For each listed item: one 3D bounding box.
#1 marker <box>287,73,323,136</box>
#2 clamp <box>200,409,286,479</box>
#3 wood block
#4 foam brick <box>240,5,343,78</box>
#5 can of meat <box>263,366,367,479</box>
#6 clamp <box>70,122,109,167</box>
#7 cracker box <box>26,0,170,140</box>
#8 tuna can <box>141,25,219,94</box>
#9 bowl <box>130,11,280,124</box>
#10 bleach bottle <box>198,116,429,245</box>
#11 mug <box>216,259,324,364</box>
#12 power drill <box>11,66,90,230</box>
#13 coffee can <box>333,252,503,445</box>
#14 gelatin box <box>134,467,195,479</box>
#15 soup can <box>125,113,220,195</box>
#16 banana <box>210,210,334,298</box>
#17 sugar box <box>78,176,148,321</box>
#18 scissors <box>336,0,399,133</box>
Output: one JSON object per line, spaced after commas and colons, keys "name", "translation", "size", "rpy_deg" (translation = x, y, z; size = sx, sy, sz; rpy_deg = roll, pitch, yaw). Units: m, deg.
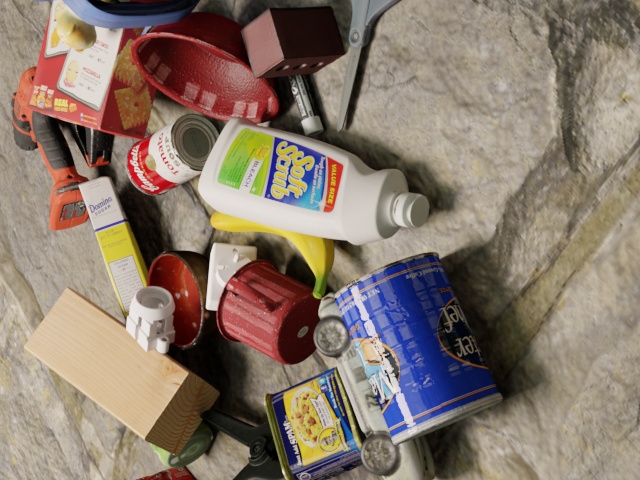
{"name": "marker", "translation": [-0.023, -0.163, 1.064], "size": [0.020, 0.020, 0.121], "rpy_deg": [-26, 79, 48]}
{"name": "clamp", "translation": [-0.061, 0.223, 1.141], "size": [0.210, 0.036, 0.164], "rpy_deg": [-28, 41, 23]}
{"name": "wood block", "translation": [-0.232, 0.151, 1.246], "size": [0.206, 0.090, 0.091], "rpy_deg": [30, 79, 28]}
{"name": "foam brick", "translation": [-0.027, -0.189, 1.018], "size": [0.053, 0.078, 0.051], "rpy_deg": [-24, 81, 50]}
{"name": "can of meat", "translation": [0.001, 0.184, 1.050], "size": [0.084, 0.057, 0.102], "rpy_deg": [-26, 60, 14]}
{"name": "clamp", "translation": [-0.308, -0.180, 1.371], "size": [0.120, 0.039, 0.171], "rpy_deg": [14, 112, 61]}
{"name": "cracker box", "translation": [-0.245, -0.235, 1.223], "size": [0.164, 0.071, 0.214], "rpy_deg": [18, 95, 44]}
{"name": "tuna can", "translation": [-0.153, -0.204, 1.151], "size": [0.034, 0.086, 0.086], "rpy_deg": [-111, 28, -64]}
{"name": "bowl", "translation": [-0.108, -0.183, 1.086], "size": [0.162, 0.162, 0.055], "rpy_deg": [-2, 60, 49]}
{"name": "bleach bottle", "translation": [-0.002, -0.055, 1.022], "size": [0.251, 0.068, 0.102], "rpy_deg": [13, 71, 40]}
{"name": "mug", "translation": [-0.050, 0.070, 1.081], "size": [0.082, 0.117, 0.093], "rpy_deg": [24, 76, 38]}
{"name": "power drill", "translation": [-0.359, -0.111, 1.409], "size": [0.188, 0.057, 0.185], "rpy_deg": [65, 155, 14]}
{"name": "coffee can", "translation": [0.085, 0.095, 0.935], "size": [0.103, 0.102, 0.140], "rpy_deg": [-37, 70, 46]}
{"name": "gelatin box", "translation": [-0.187, 0.317, 1.303], "size": [0.073, 0.089, 0.030], "rpy_deg": [40, 125, 36]}
{"name": "soup can", "translation": [-0.165, -0.096, 1.204], "size": [0.102, 0.068, 0.068], "rpy_deg": [-20, 83, 48]}
{"name": "banana", "translation": [-0.043, -0.011, 1.091], "size": [0.198, 0.069, 0.037], "rpy_deg": [32, 166, 47]}
{"name": "sugar box", "translation": [-0.243, 0.016, 1.306], "size": [0.093, 0.048, 0.176], "rpy_deg": [102, 149, -76]}
{"name": "scissors", "translation": [0.050, -0.194, 0.977], "size": [0.096, 0.016, 0.202], "rpy_deg": [15, 110, 46]}
